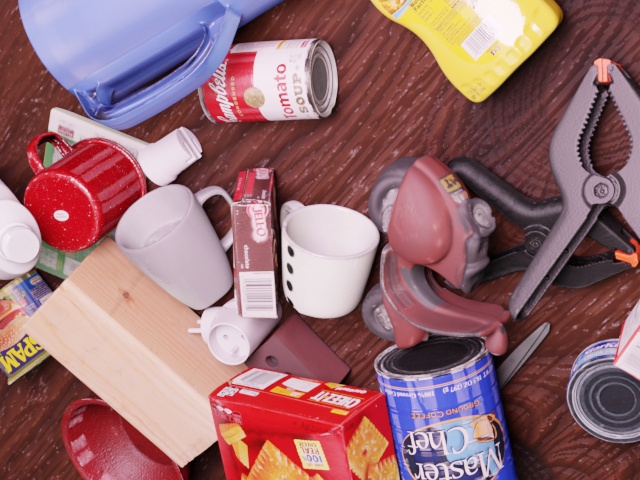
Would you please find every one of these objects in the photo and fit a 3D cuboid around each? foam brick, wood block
[{"bbox_3d":[-0.022,0.120,1.015,0.078,0.051,0.053,45,121,-1],"label":"foam brick"},{"bbox_3d":[-0.170,0.107,1.034,0.206,0.090,0.090,43,123,-8],"label":"wood block"}]

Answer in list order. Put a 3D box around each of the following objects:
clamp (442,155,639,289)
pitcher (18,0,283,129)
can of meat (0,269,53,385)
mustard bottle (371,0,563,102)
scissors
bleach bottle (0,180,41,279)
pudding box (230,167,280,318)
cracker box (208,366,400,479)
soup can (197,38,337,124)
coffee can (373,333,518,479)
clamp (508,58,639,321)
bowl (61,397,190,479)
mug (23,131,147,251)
[{"bbox_3d":[0.177,-0.012,0.883,0.172,0.039,0.120,1,117,26],"label":"clamp"},{"bbox_3d":[-0.113,-0.205,0.867,0.243,0.144,0.149,-22,109,26],"label":"pitcher"},{"bbox_3d":[-0.312,0.090,1.123,0.102,0.057,0.084,-34,93,30],"label":"can of meat"},{"bbox_3d":[0.088,-0.204,0.825,0.191,0.058,0.096,44,122,0],"label":"mustard bottle"},{"bbox_3d":[0.159,0.159,0.977,0.202,0.016,0.096,-38,94,31],"label":"scissors"},{"bbox_3d":[-0.314,-0.026,0.990,0.251,0.068,0.102,19,128,57],"label":"bleach bottle"},{"bbox_3d":[-0.056,0.001,0.954,0.039,0.090,0.113,0,113,1],"label":"pudding box"},{"bbox_3d":[-0.007,0.231,0.956,0.164,0.071,0.214,5,112,41],"label":"cracker box"},{"bbox_3d":[-0.044,-0.135,0.906,0.102,0.068,0.068,0,112,22],"label":"soup can"},{"bbox_3d":[0.111,0.162,0.929,0.103,0.102,0.140,-7,104,25],"label":"coffee can"},{"bbox_3d":[0.213,-0.031,0.820,0.165,0.036,0.210,-9,84,33],"label":"clamp"},{"bbox_3d":[-0.192,0.218,1.117,0.162,0.055,0.162,18,128,25],"label":"bowl"},{"bbox_3d":[-0.228,-0.050,0.994,0.093,0.081,0.117,-30,100,28],"label":"mug"}]
